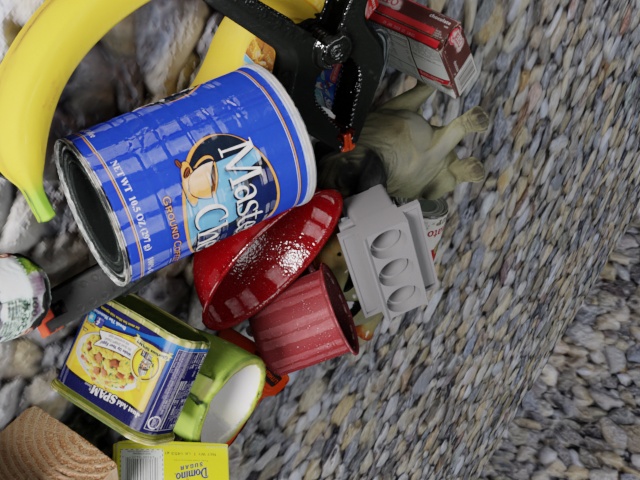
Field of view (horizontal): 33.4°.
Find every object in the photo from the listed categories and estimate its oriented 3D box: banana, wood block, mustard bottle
[{"bbox_3d":[-0.142,-0.111,0.628,0.069,0.037,0.197,37,76,-38],"label":"banana"},{"bbox_3d":[-0.214,0.238,0.840,0.090,0.090,0.206,-44,153,-36],"label":"wood block"},{"bbox_3d":[-0.049,-0.126,0.803,0.096,0.058,0.191,31,88,-54],"label":"mustard bottle"}]

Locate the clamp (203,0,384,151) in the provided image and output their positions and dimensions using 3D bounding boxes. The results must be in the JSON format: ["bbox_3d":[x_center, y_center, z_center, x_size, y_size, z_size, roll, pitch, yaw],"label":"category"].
[{"bbox_3d":[-0.008,-0.141,0.753,0.164,0.036,0.210,-27,140,-22],"label":"clamp"}]

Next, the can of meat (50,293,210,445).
[{"bbox_3d":[-0.142,0.093,0.808,0.084,0.102,0.057,-66,157,6],"label":"can of meat"}]

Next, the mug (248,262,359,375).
[{"bbox_3d":[-0.021,0.067,1.013,0.081,0.117,0.093,-21,161,9],"label":"mug"}]

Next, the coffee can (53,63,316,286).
[{"bbox_3d":[-0.088,-0.045,0.701,0.140,0.103,0.103,-26,144,-22],"label":"coffee can"}]

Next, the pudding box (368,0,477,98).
[{"bbox_3d":[0.094,-0.184,1.001,0.039,0.090,0.113,-57,158,-6],"label":"pudding box"}]

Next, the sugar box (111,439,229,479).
[{"bbox_3d":[-0.140,0.225,0.906,0.176,0.093,0.048,114,-23,-50],"label":"sugar box"}]

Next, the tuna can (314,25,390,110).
[{"bbox_3d":[0.026,-0.156,0.963,0.086,0.034,0.086,-47,154,-32],"label":"tuna can"}]

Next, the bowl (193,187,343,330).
[{"bbox_3d":[-0.056,0.001,0.914,0.162,0.055,0.162,-41,163,-16],"label":"bowl"}]

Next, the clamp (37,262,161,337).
[{"bbox_3d":[-0.139,0.018,0.776,0.171,0.039,0.120,-28,180,-28],"label":"clamp"}]
